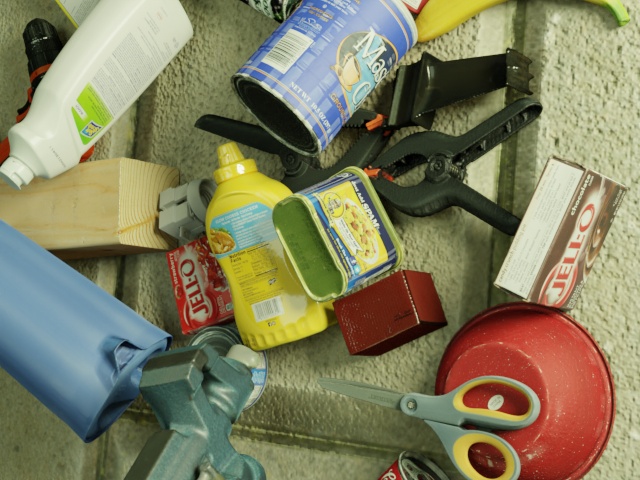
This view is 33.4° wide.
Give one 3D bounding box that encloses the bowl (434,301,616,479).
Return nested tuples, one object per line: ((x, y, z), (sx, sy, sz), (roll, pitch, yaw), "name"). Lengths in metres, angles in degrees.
((0.153, 0.129, 0.867), (0.162, 0.055, 0.162), (-4, 82, 34), "bowl")

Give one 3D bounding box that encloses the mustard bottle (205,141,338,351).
((-0.056, 0.001, 0.992), (0.096, 0.058, 0.191), (-19, 91, 32), "mustard bottle")

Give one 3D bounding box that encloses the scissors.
((0.084, 0.153, 0.867), (0.202, 0.016, 0.096), (-9, 79, 33), "scissors")

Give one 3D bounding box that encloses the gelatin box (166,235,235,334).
((-0.113, 0.043, 1.072), (0.073, 0.030, 0.089), (-23, 72, 30), "gelatin box")

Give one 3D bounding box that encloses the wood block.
((-0.259, -0.029, 1.144), (0.206, 0.090, 0.090), (-4, 82, 33), "wood block")

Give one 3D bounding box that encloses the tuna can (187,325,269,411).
((-0.094, 0.126, 1.047), (0.086, 0.033, 0.086), (-5, 81, 34), "tuna can")

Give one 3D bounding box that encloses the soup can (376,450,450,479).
((0.061, 0.238, 0.908), (0.102, 0.068, 0.068), (-49, 61, 20), "soup can")

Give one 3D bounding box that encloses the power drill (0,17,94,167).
((-0.353, -0.143, 1.242), (0.188, 0.057, 0.184), (-30, 68, 28), "power drill")

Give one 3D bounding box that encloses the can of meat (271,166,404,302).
((0.014, -0.004, 0.940), (0.058, 0.083, 0.102), (-28, 89, 44), "can of meat")

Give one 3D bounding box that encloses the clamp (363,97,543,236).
((0.117, -0.069, 0.928), (0.172, 0.039, 0.120), (9, 72, 36), "clamp")

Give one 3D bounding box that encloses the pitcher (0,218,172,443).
((-0.282, 0.085, 1.079), (0.243, 0.145, 0.149), (37, 106, 7), "pitcher")

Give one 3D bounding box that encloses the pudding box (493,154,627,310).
((0.189, -0.004, 0.838), (0.039, 0.089, 0.113), (25, 98, 34), "pudding box")

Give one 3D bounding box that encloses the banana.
((0.165, -0.212, 0.913), (0.198, 0.037, 0.069), (2, 83, 34), "banana")

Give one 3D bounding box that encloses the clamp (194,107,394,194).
((-0.028, -0.084, 1.023), (0.210, 0.036, 0.164), (-29, 78, 27), "clamp")

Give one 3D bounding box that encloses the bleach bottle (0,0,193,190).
((-0.237, -0.158, 1.077), (0.068, 0.102, 0.250), (23, 67, 35), "bleach bottle")

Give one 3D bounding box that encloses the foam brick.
((0.061, 0.065, 0.940), (0.078, 0.051, 0.053), (-27, 71, 29), "foam brick")

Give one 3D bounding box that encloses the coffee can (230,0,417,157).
((0.004, -0.159, 0.945), (0.103, 0.102, 0.140), (32, 75, 33), "coffee can")
